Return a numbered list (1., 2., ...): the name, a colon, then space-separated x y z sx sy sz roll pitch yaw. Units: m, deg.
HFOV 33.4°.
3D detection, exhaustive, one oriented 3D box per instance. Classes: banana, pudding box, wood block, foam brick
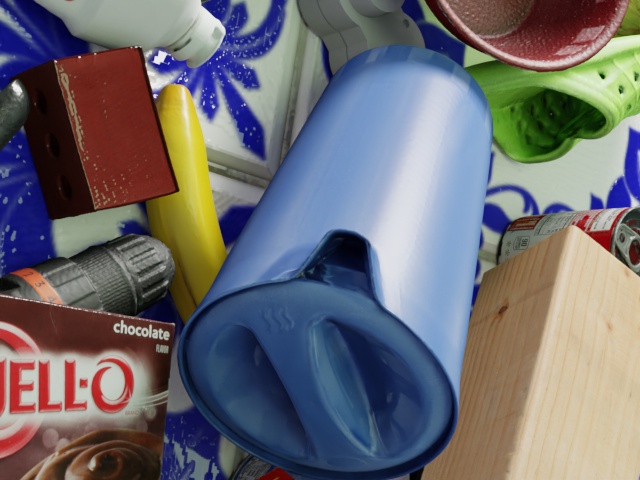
1. banana: -0.060 0.013 0.600 0.069 0.037 0.198 -48 120 -52
2. pudding box: -0.118 0.073 0.459 0.113 0.039 0.090 16 75 -49
3. wood block: 0.136 0.104 0.651 0.090 0.091 0.206 37 49 -16
4. foam brick: -0.115 -0.054 0.544 0.051 0.053 0.078 -21 99 -39

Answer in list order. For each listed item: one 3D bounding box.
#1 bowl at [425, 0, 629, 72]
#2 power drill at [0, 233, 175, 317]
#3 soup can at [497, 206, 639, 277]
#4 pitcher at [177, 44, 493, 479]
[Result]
1. bowl: 0.112 -0.176 0.656 0.161 0.055 0.162 4 81 -25
2. power drill: -0.125 0.106 0.524 0.184 0.057 0.187 -28 102 -34
3. soup can: 0.186 0.013 0.761 0.068 0.102 0.068 3 85 -40
4. pitcher: 0.023 0.006 0.580 0.145 0.149 0.242 49 37 -23
